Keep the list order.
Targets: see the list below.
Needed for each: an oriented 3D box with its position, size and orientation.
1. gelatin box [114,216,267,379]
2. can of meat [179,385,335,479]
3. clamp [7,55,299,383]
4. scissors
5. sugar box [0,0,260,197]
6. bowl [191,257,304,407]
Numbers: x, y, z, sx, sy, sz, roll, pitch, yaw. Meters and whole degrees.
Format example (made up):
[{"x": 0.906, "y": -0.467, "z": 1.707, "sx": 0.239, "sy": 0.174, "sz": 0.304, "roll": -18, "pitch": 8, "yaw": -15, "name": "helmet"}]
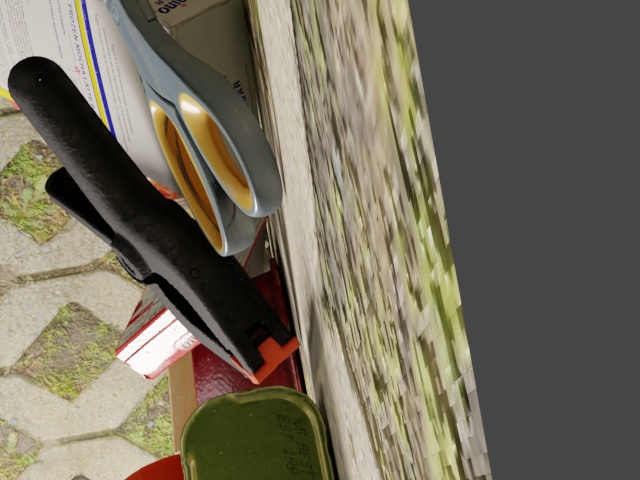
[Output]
[{"x": -0.070, "y": 0.024, "z": 0.580, "sx": 0.073, "sy": 0.030, "sz": 0.089, "roll": -37, "pitch": 24, "yaw": 45, "name": "gelatin box"}, {"x": -0.019, "y": 0.111, "z": 0.395, "sx": 0.084, "sy": 0.057, "sz": 0.102, "roll": 99, "pitch": 160, "yaw": -69, "name": "can of meat"}, {"x": -0.081, "y": 0.000, "z": 0.499, "sx": 0.171, "sy": 0.039, "sz": 0.120, "roll": 49, "pitch": 167, "yaw": 5, "name": "clamp"}, {"x": -0.064, "y": -0.084, "z": 0.399, "sx": 0.096, "sy": 0.016, "sz": 0.202, "roll": 10, "pitch": 125, "yaw": 62, "name": "scissors"}, {"x": -0.103, "y": -0.091, "z": 0.511, "sx": 0.176, "sy": 0.048, "sz": 0.093, "roll": 27, "pitch": 138, "yaw": 35, "name": "sugar box"}, {"x": -0.037, "y": 0.093, "z": 0.593, "sx": 0.162, "sy": 0.055, "sz": 0.162, "roll": 170, "pitch": 90, "yaw": -86, "name": "bowl"}]
